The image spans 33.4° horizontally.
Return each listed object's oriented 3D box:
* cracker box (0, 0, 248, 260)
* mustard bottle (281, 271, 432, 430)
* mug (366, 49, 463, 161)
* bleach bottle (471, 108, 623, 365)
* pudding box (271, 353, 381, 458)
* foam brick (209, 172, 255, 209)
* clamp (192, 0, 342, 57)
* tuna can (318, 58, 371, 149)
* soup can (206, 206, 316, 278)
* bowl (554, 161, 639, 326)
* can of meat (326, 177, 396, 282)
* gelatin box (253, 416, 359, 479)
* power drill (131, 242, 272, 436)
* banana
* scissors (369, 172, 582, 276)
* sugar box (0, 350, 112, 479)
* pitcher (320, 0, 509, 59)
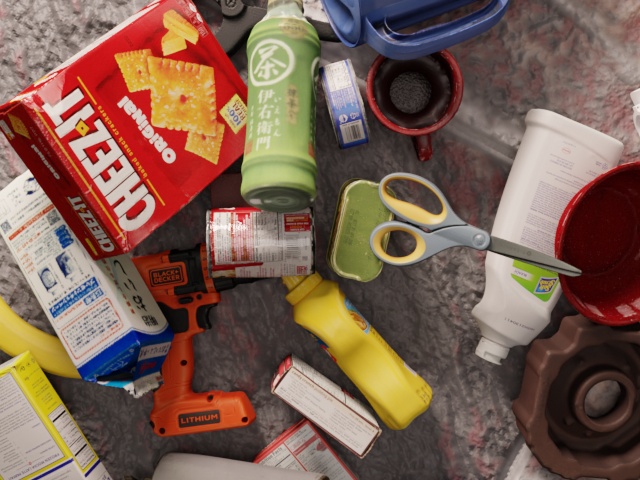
[{"bbox_3d":[-0.166,-0.110,0.987,0.213,0.072,0.164,-45,112,-35],"label":"cracker box"},{"bbox_3d":[0.029,0.098,1.059,0.058,0.096,0.191,-41,92,3],"label":"mustard bottle"},{"bbox_3d":[0.093,-0.136,1.056,0.093,0.081,0.117,-14,92,0],"label":"mug"},{"bbox_3d":[0.210,0.002,1.072,0.102,0.068,0.251,22,94,-8],"label":"bleach bottle"},{"bbox_3d":[0.004,0.163,1.065,0.113,0.090,0.039,35,91,-2],"label":"pudding box"},{"bbox_3d":[-0.070,-0.044,1.075,0.078,0.051,0.053,-3,94,0],"label":"foam brick"},{"bbox_3d":[-0.080,-0.232,1.073,0.210,0.036,0.164,-32,97,2],"label":"clamp"},{"bbox_3d":[0.024,-0.134,1.054,0.034,0.086,0.086,-15,93,2],"label":"tuna can"},{"bbox_3d":[-0.057,0.001,1.021,0.102,0.068,0.068,-2,93,-3],"label":"soup can"},{"bbox_3d":[0.284,-0.002,1.029,0.162,0.055,0.162,-5,106,-20],"label":"bowl"},{"bbox_3d":[0.041,-0.010,1.061,0.057,0.084,0.102,12,93,-1],"label":"can of meat"},{"bbox_3d":[-0.014,0.236,1.099,0.073,0.030,0.089,-39,92,3],"label":"gelatin box"},{"bbox_3d":[-0.115,0.096,1.079,0.184,0.057,0.187,-9,90,4],"label":"power drill"},{"bbox_3d":[-0.289,0.094,1.087,0.198,0.037,0.069,36,94,-2],"label":"banana"},{"bbox_3d":[0.132,0.012,0.995,0.202,0.016,0.096,35,99,9],"label":"scissors"},{"bbox_3d":[-0.287,0.208,1.073,0.093,0.048,0.176,-28,100,20],"label":"sugar box"},{"bbox_3d":[0.121,-0.271,1.012,0.242,0.145,0.149,-19,109,-11],"label":"pitcher"}]
